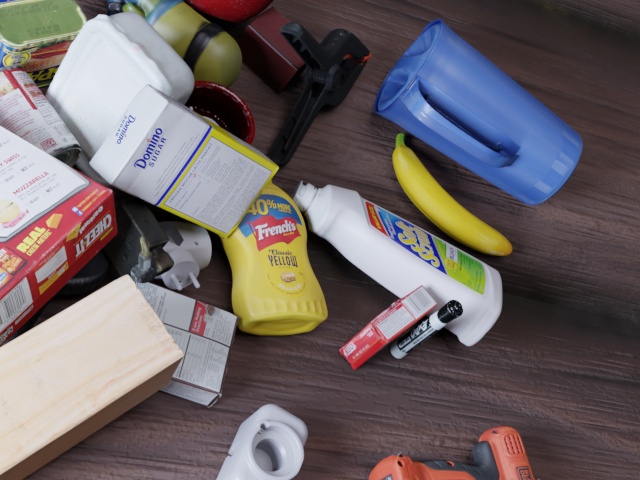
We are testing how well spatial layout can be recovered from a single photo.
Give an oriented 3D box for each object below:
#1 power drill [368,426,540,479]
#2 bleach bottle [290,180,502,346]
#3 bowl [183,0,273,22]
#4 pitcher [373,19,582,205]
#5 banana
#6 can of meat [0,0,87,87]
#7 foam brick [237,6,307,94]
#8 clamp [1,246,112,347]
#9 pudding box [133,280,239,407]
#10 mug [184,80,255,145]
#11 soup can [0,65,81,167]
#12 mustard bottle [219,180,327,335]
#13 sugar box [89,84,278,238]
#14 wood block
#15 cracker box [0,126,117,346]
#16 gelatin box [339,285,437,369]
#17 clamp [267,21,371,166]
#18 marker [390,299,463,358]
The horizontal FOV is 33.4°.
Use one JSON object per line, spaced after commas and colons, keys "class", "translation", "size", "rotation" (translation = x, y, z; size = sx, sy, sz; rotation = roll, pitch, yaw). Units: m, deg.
{"class": "power drill", "translation": [0.148, 0.279, 1.064], "size": [0.187, 0.057, 0.184], "rotation": [4, 57, -31]}
{"class": "bleach bottle", "translation": [0.078, 0.014, 1.167], "size": [0.250, 0.068, 0.102], "rotation": [30, 31, -10]}
{"class": "bowl", "translation": [-0.122, -0.290, 1.213], "size": [0.162, 0.055, 0.162], "rotation": [20, 16, -6]}
{"class": "pitcher", "translation": [0.195, -0.142, 1.291], "size": [0.242, 0.145, 0.149], "rotation": [33, 72, -13]}
{"class": "banana", "translation": [0.148, -0.046, 1.266], "size": [0.198, 0.037, 0.069], "rotation": [48, 51, 3]}
{"class": "can of meat", "translation": [-0.291, -0.198, 1.071], "size": [0.101, 0.084, 0.057], "rotation": [-21, 75, -37]}
{"class": "foam brick", "translation": [-0.053, -0.222, 1.244], "size": [0.078, 0.053, 0.051], "rotation": [42, 51, -3]}
{"class": "clamp", "translation": [-0.253, 0.033, 0.987], "size": [0.171, 0.039, 0.120], "rotation": [-15, 72, -36]}
{"class": "pudding box", "translation": [-0.141, 0.097, 1.015], "size": [0.113, 0.039, 0.090], "rotation": [21, 57, -15]}
{"class": "mug", "translation": [-0.127, -0.096, 1.107], "size": [0.093, 0.082, 0.117], "rotation": [17, 56, -21]}
{"class": "soup can", "translation": [-0.287, -0.109, 1.032], "size": [0.068, 0.069, 0.102], "rotation": [-32, 82, -39]}
{"class": "mustard bottle", "translation": [-0.057, 0.001, 1.106], "size": [0.096, 0.058, 0.191], "rotation": [2, 61, -32]}
{"class": "sugar box", "translation": [-0.125, -0.071, 1.006], "size": [0.048, 0.093, 0.176], "rotation": [41, 7, 38]}
{"class": "wood block", "translation": [-0.228, 0.127, 0.888], "size": [0.205, 0.091, 0.090], "rotation": [-32, 80, -27]}
{"class": "cracker box", "translation": [-0.309, -0.021, 0.914], "size": [0.214, 0.072, 0.164], "rotation": [29, 55, 17]}
{"class": "gelatin box", "translation": [0.070, 0.090, 1.117], "size": [0.089, 0.073, 0.030], "rotation": [-32, 81, -38]}
{"class": "clamp", "translation": [-0.001, -0.179, 1.226], "size": [0.036, 0.165, 0.209], "rotation": [21, 25, 20]}
{"class": "marker", "translation": [0.110, 0.092, 1.108], "size": [0.020, 0.121, 0.020], "rotation": [14, 57, -23]}
